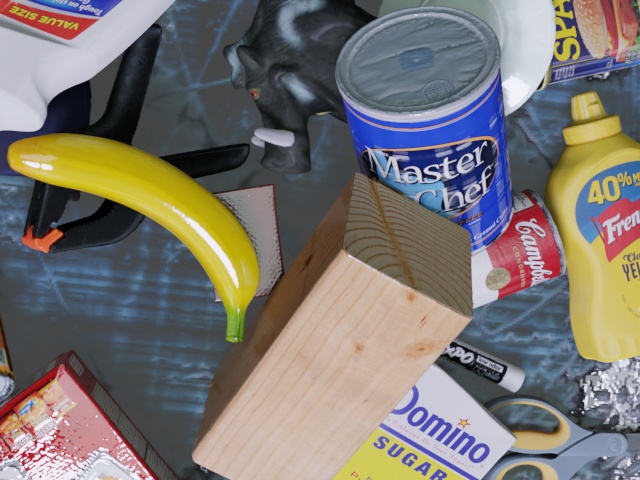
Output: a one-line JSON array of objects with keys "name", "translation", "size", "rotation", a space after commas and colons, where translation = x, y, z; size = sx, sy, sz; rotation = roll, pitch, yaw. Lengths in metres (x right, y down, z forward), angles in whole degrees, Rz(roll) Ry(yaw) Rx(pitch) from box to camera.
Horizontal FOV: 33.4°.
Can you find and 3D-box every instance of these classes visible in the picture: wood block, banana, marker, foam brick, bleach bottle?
[{"name": "wood block", "translation": [0.005, 0.071, 0.698], "size": [0.090, 0.090, 0.206], "rotation": [27, 124, -11]}, {"name": "banana", "translation": [-0.105, -0.017, 0.688], "size": [0.197, 0.037, 0.069], "rotation": [41, 59, -20]}, {"name": "marker", "translation": [0.096, 0.080, 0.796], "size": [0.121, 0.020, 0.020], "rotation": [26, 91, -7]}, {"name": "foam brick", "translation": [-0.055, 0.001, 0.757], "size": [0.053, 0.051, 0.078], "rotation": [-7, 95, -5]}, {"name": "bleach bottle", "translation": [-0.150, -0.152, 0.679], "size": [0.102, 0.068, 0.250], "rotation": [34, 65, -7]}]

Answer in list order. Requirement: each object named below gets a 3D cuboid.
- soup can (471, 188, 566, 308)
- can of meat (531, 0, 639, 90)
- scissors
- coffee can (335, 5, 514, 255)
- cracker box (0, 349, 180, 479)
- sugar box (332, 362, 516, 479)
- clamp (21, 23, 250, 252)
[{"name": "soup can", "translation": [0.115, 0.012, 0.768], "size": [0.102, 0.068, 0.068], "rotation": [-21, 96, -4]}, {"name": "can of meat", "translation": [0.183, -0.166, 0.769], "size": [0.084, 0.057, 0.102], "rotation": [-13, 95, -7]}, {"name": "scissors", "translation": [0.212, 0.172, 0.818], "size": [0.201, 0.016, 0.096], "rotation": [15, 94, -7]}, {"name": "coffee can", "translation": [0.073, -0.068, 0.707], "size": [0.102, 0.103, 0.140], "rotation": [-22, 138, -4]}, {"name": "cracker box", "translation": [-0.176, 0.209, 0.750], "size": [0.164, 0.072, 0.213], "rotation": [-37, 98, -1]}, {"name": "sugar box", "translation": [0.050, 0.176, 0.775], "size": [0.093, 0.048, 0.176], "rotation": [42, 91, 10]}, {"name": "clamp", "translation": [-0.126, -0.049, 0.725], "size": [0.120, 0.039, 0.171], "rotation": [42, 74, -22]}]
